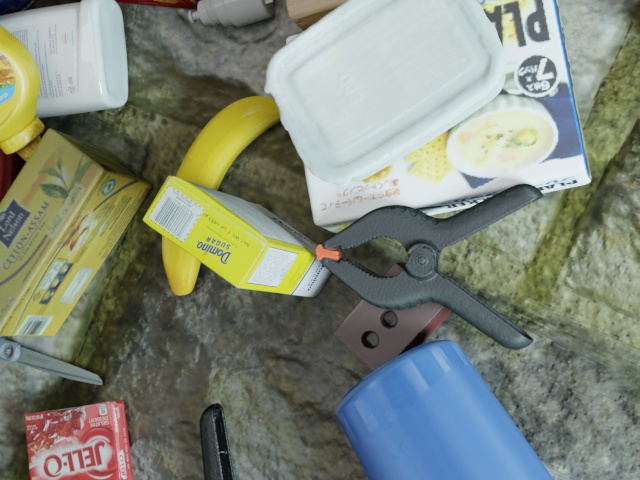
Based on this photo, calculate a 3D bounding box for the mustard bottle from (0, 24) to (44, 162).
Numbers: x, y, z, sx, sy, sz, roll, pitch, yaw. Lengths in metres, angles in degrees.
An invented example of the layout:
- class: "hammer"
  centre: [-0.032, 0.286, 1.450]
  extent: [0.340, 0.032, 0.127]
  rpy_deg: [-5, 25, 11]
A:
- class: "mustard bottle"
  centre: [-0.289, -0.143, 0.883]
  extent: [0.096, 0.058, 0.191]
  rpy_deg: [-26, 113, 16]

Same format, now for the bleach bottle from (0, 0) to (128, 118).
- class: "bleach bottle"
  centre: [-0.302, -0.157, 0.960]
  extent: [0.251, 0.068, 0.102]
  rpy_deg: [-3, 95, 13]

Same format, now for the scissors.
- class: "scissors"
  centre: [-0.286, 0.081, 0.971]
  extent: [0.202, 0.016, 0.096]
  rpy_deg: [-1, 84, 17]

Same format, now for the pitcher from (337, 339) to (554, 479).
- class: "pitcher"
  centre: [0.106, 0.205, 0.780]
  extent: [0.149, 0.145, 0.243]
  rpy_deg: [-24, 71, -22]

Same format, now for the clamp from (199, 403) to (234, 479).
- class: "clamp"
  centre: [-0.055, 0.258, 0.868]
  extent: [0.165, 0.036, 0.210]
  rpy_deg: [21, 93, 19]

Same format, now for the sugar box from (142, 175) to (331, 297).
- class: "sugar box"
  centre: [-0.055, 0.001, 0.821]
  extent: [0.093, 0.176, 0.048]
  rpy_deg: [35, 93, 18]

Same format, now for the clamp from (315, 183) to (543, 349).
- class: "clamp"
  centre: [0.083, 0.024, 0.795]
  extent: [0.172, 0.039, 0.120]
  rpy_deg: [-5, 82, 16]

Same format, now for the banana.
- class: "banana"
  centre: [-0.091, -0.050, 0.910]
  extent: [0.070, 0.037, 0.198]
  rpy_deg: [35, 96, 19]

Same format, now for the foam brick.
- class: "foam brick"
  centre: [0.059, 0.063, 0.844]
  extent: [0.053, 0.051, 0.078]
  rpy_deg: [42, 97, 16]

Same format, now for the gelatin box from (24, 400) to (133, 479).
- class: "gelatin box"
  centre: [-0.210, 0.181, 0.929]
  extent: [0.089, 0.030, 0.073]
  rpy_deg: [-10, 82, 17]
